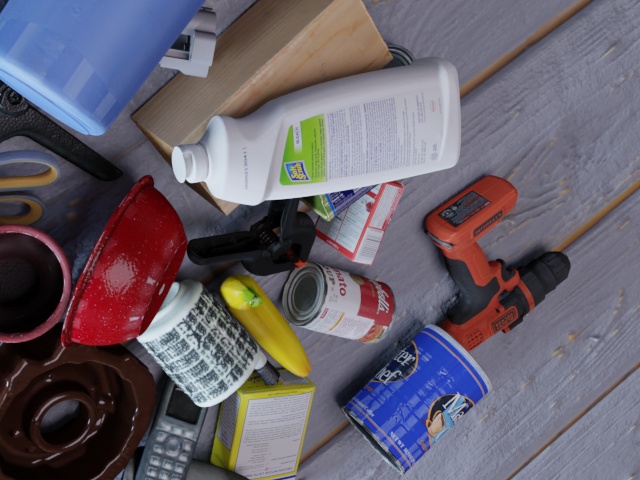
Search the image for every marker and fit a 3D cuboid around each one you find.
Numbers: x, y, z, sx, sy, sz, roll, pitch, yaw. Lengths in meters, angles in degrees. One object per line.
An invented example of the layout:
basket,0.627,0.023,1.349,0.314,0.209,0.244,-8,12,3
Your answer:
marker,-0.077,0.101,1.066,0.020,0.020,0.121,-40,116,-12

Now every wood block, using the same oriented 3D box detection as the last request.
wood block,-0.050,-0.134,0.938,0.206,0.091,0.090,-44,131,-9

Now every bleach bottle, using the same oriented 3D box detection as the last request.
bleach bottle,-0.002,-0.090,0.891,0.250,0.068,0.102,-11,105,-26

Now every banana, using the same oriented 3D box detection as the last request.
banana,-0.058,0.078,1.037,0.037,0.070,0.197,-33,150,-1

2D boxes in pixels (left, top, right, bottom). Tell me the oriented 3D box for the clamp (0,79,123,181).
clamp,-0.243,-0.109,0.849,0.209,0.036,0.164,-16,118,-31

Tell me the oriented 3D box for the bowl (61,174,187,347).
bowl,-0.156,0.028,0.901,0.055,0.162,0.162,26,98,0

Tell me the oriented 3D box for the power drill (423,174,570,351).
power drill,0.202,0.021,1.213,0.184,0.057,0.187,-35,128,-16

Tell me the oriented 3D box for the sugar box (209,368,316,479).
sugar box,-0.068,0.225,1.137,0.093,0.048,0.176,-1,116,-34

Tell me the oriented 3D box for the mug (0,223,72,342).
mug,-0.261,0.028,0.868,0.117,0.082,0.093,29,83,-13

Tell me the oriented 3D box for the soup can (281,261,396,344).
soup can,0.019,0.065,1.101,0.102,0.069,0.068,18,102,-39

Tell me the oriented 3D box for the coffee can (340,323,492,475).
coffee can,0.107,0.177,1.197,0.140,0.103,0.102,-42,130,-10

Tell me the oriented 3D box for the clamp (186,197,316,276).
clamp,-0.057,0.001,0.995,0.120,0.039,0.171,-28,156,-1

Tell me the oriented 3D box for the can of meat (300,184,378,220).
can of meat,0.011,-0.074,1.005,0.084,0.102,0.057,-37,129,-12

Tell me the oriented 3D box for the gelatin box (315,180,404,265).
gelatin box,0.038,-0.030,1.063,0.030,0.073,0.089,13,103,-40

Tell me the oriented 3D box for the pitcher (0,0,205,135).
pitcher,-0.151,-0.209,0.792,0.243,0.149,0.144,-57,141,-7

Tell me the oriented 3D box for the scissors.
scissors,-0.308,-0.031,0.854,0.201,0.016,0.096,-12,145,-11
